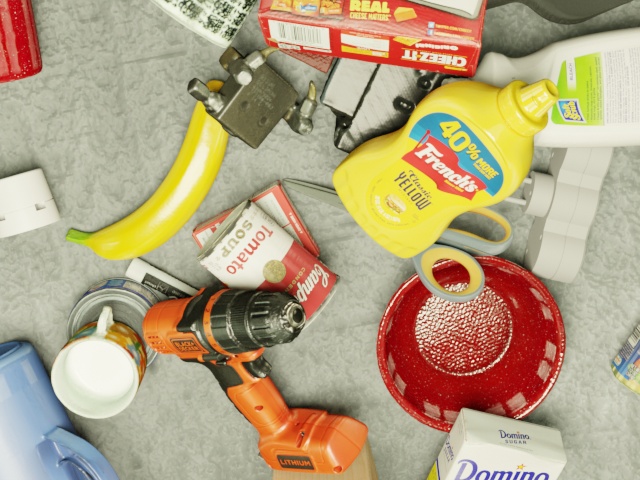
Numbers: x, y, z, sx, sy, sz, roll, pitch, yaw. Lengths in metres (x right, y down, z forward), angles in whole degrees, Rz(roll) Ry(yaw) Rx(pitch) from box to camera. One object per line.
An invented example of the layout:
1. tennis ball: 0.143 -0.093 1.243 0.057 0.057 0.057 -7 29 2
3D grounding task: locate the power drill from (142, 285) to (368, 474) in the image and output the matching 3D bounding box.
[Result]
1. power drill: -0.041 0.114 0.883 0.187 0.185 0.057 54 54 -23

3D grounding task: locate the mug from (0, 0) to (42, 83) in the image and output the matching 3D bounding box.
1. mug: -0.282 -0.171 0.869 0.117 0.093 0.081 4 110 31

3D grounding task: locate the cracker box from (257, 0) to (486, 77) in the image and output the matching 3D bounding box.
1. cracker box: 0.053 -0.242 0.808 0.164 0.072 0.213 9 77 5

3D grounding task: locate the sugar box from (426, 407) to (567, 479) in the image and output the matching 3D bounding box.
1. sugar box: 0.138 0.232 0.939 0.093 0.048 0.176 13 125 -8

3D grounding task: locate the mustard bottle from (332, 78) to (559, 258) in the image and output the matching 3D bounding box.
1. mustard bottle: 0.101 -0.064 0.801 0.096 0.058 0.192 49 132 -7

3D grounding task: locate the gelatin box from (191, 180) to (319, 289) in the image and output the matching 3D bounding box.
1. gelatin box: -0.056 0.001 0.928 0.089 0.030 0.073 -29 102 6

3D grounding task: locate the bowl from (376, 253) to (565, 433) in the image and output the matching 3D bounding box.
1. bowl: 0.128 0.085 0.931 0.162 0.055 0.162 0 102 0

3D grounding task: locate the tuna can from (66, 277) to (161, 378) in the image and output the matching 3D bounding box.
1. tuna can: -0.180 0.078 0.944 0.086 0.034 0.086 0 102 0

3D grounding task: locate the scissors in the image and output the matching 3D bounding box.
1. scissors: 0.059 -0.001 0.893 0.202 0.016 0.096 6 67 11

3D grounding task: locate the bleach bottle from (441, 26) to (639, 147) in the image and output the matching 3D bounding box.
1. bleach bottle: 0.218 -0.125 0.847 0.250 0.068 0.102 -3 87 -11

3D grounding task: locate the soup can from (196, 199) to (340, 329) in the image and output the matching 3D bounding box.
1. soup can: -0.043 0.023 0.882 0.102 0.068 0.068 41 100 -10

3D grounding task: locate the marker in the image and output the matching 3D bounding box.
1. marker: -0.115 0.050 0.944 0.121 0.020 0.020 28 101 -5

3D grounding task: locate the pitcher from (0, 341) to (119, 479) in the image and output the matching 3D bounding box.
1. pitcher: -0.249 0.214 0.926 0.149 0.145 0.243 -22 99 -13

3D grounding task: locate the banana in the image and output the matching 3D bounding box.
1. banana: -0.133 -0.046 0.914 0.069 0.037 0.198 44 99 -9
